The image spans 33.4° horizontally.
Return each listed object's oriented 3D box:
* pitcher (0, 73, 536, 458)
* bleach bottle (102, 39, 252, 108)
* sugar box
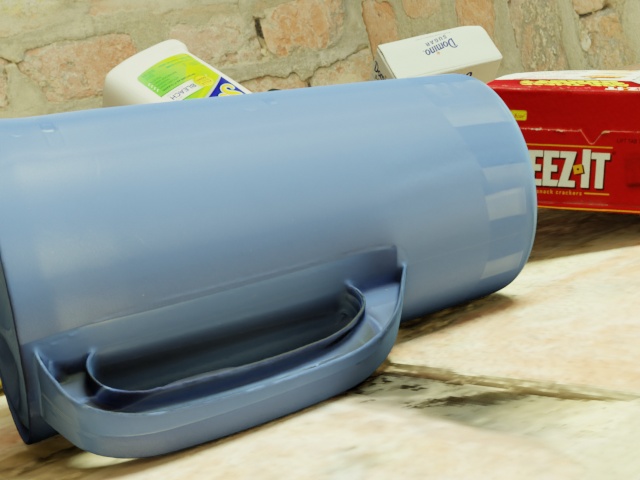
[{"bbox_3d":[-0.026,0.002,0.466,0.242,0.149,0.145,-12,-8,-21],"label":"pitcher"},{"bbox_3d":[-0.063,-0.082,0.894,0.251,0.068,0.102,31,44,24],"label":"bleach bottle"},{"bbox_3d":[0.079,-0.096,0.874,0.093,0.048,0.176,-15,-31,-19],"label":"sugar box"}]
